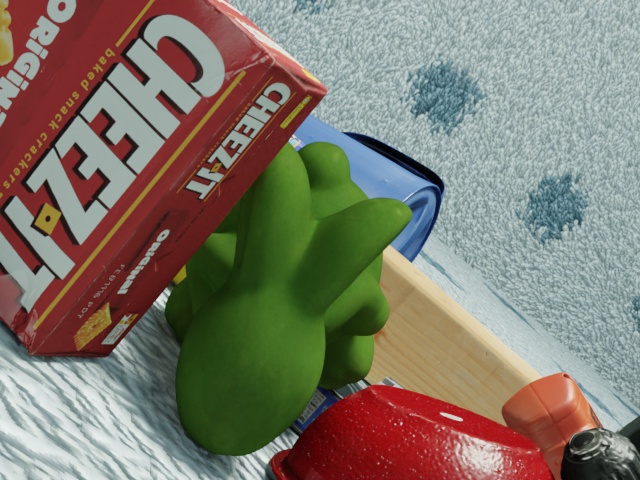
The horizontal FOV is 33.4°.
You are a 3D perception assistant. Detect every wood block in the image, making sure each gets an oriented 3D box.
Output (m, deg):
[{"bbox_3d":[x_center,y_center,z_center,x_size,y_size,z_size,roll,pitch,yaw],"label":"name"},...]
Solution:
[{"bbox_3d":[0.087,0.091,0.895,0.206,0.091,0.090,41,8,-7],"label":"wood block"}]

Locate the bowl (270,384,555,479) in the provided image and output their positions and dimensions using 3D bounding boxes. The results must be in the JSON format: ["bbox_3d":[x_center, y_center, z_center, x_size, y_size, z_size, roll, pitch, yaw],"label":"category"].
[{"bbox_3d":[0.059,0.115,0.540,0.162,0.055,0.162,19,1,-1],"label":"bowl"}]

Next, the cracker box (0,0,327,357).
[{"bbox_3d":[-0.131,-0.078,0.483,0.214,0.164,0.072,44,11,18],"label":"cracker box"}]
